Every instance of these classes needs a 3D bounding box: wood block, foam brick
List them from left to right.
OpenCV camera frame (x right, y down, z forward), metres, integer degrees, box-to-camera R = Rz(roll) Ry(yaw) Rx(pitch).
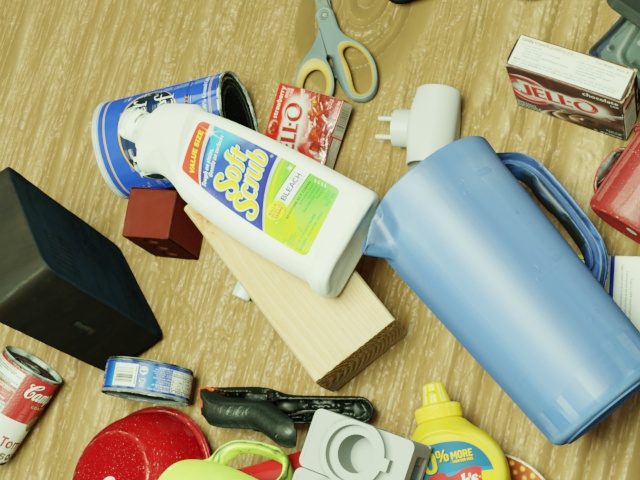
[{"bbox_3d":[-0.155,-0.016,1.071,0.053,0.078,0.051,5,75,20],"label":"foam brick"},{"bbox_3d":[-0.023,0.030,0.991,0.091,0.090,0.206,-39,72,1],"label":"wood block"}]

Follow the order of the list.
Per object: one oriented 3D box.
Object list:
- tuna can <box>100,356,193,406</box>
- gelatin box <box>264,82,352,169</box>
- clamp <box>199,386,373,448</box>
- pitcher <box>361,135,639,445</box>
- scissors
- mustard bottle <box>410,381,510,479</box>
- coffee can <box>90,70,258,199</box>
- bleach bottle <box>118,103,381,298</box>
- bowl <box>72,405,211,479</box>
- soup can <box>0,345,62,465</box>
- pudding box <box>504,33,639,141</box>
[{"bbox_3d":[-0.166,0.136,1.027,0.086,0.086,0.034,3,74,20],"label":"tuna can"},{"bbox_3d":[-0.017,-0.105,1.065,0.073,0.030,0.089,18,93,22],"label":"gelatin box"},{"bbox_3d":[-0.039,0.155,0.980,0.172,0.120,0.039,7,93,48],"label":"clamp"},{"bbox_3d":[0.165,0.037,0.874,0.149,0.144,0.243,-44,70,16],"label":"pitcher"},{"bbox_3d":[-0.008,-0.216,1.110,0.096,0.016,0.202,-32,67,8],"label":"scissors"},{"bbox_3d":[0.114,0.214,0.898,0.096,0.058,0.191,-17,69,17],"label":"mustard bottle"},{"bbox_3d":[-0.145,-0.106,1.079,0.140,0.102,0.103,-12,71,16],"label":"coffee can"},{"bbox_3d":[-0.076,-0.049,0.942,0.251,0.068,0.102,27,81,18],"label":"bleach bottle"},{"bbox_3d":[-0.181,0.229,1.004,0.162,0.055,0.162,-14,63,28],"label":"bowl"},{"bbox_3d":[-0.319,0.167,1.082,0.069,0.068,0.102,33,88,24],"label":"soup can"},{"bbox_3d":[0.228,-0.138,0.964,0.114,0.090,0.039,21,82,23],"label":"pudding box"}]
